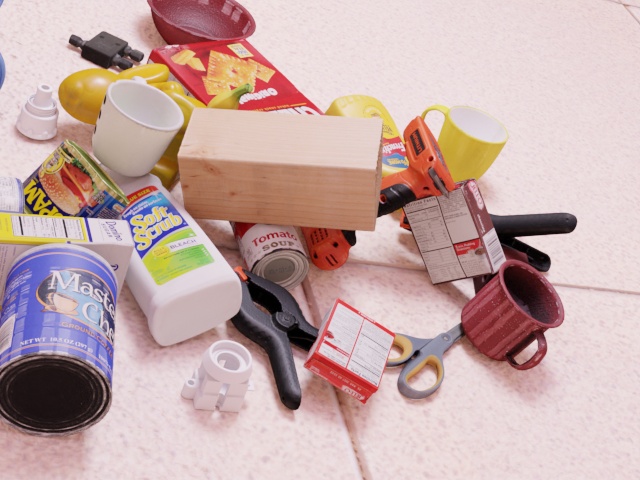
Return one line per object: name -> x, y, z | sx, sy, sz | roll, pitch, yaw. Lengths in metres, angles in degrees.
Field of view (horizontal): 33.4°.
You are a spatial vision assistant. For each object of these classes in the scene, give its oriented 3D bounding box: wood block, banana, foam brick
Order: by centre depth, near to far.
wood block -> -0.039, -0.076, 1.143 | 0.206, 0.090, 0.090 | 4, 44, 6
banana -> -0.094, -0.104, 1.224 | 0.070, 0.198, 0.037 | 11, 56, 19
foam brick -> 0.220, 0.050, 1.285 | 0.051, 0.053, 0.078 | 16, 35, -11

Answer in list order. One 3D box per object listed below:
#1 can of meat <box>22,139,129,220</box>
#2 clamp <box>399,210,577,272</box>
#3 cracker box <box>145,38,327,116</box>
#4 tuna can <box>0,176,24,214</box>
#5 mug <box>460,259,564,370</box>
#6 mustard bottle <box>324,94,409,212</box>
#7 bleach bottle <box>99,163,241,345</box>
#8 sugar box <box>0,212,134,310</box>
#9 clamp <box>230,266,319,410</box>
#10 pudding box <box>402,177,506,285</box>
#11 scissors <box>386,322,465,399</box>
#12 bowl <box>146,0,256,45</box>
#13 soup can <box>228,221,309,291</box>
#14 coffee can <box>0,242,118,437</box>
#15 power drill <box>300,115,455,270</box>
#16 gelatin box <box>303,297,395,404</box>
can of meat -> -0.256, -0.043, 1.094 | 0.102, 0.084, 0.057 | 46, 1, 28
clamp -> 0.204, -0.008, 1.324 | 0.210, 0.164, 0.036 | 8, 69, 11
cracker box -> -0.104, -0.174, 1.378 | 0.163, 0.072, 0.214 | -16, 51, -43
tuna can -> -0.315, -0.021, 1.044 | 0.033, 0.086, 0.086 | 5, 39, -26
mug -> 0.216, 0.092, 1.193 | 0.093, 0.082, 0.117 | 9, 47, -38
mustard bottle -> 0.083, -0.106, 1.395 | 0.096, 0.058, 0.192 | 2, 49, -41
bleach bottle -> -0.182, -0.003, 1.115 | 0.102, 0.068, 0.251 | -22, 47, -24
sugar box -> -0.273, 0.021, 1.007 | 0.175, 0.093, 0.048 | 2, 40, -29
clamp -> -0.042, 0.098, 1.085 | 0.171, 0.039, 0.120 | 38, 32, 16
pudding box -> 0.155, -0.009, 1.251 | 0.039, 0.090, 0.113 | -31, 104, -49
scissors -> 0.118, 0.107, 1.184 | 0.096, 0.016, 0.201 | 29, 35, 8
bowl -> -0.177, -0.308, 1.529 | 0.162, 0.055, 0.162 | 15, 36, -11
soup can -> -0.058, 0.001, 1.178 | 0.068, 0.069, 0.102 | 4, 40, -25
coffee can -> -0.231, 0.085, 0.936 | 0.102, 0.103, 0.140 | 11, 37, -17
power drill -> 0.054, -0.067, 1.250 | 0.057, 0.188, 0.184 | 48, 17, -40
gelatin box -> 0.030, 0.110, 1.068 | 0.073, 0.030, 0.089 | 32, 39, -6
